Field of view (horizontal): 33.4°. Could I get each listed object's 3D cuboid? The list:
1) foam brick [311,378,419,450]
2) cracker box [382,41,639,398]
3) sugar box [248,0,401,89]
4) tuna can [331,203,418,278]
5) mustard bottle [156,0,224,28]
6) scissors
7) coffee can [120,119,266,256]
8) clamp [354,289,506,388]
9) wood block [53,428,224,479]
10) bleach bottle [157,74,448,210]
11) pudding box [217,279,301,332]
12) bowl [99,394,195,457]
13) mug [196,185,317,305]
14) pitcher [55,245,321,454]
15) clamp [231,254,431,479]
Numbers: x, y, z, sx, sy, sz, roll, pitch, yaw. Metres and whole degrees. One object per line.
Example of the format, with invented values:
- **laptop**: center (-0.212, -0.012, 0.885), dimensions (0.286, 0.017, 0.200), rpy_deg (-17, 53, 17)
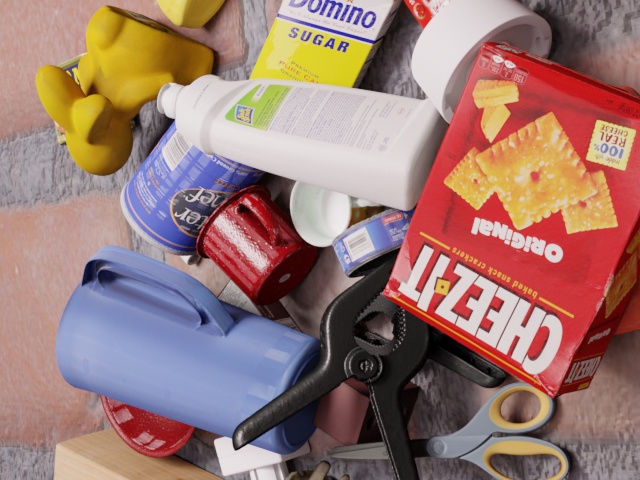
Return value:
- **foam brick**: center (0.041, 0.148, 0.959), dimensions (0.051, 0.078, 0.053), rpy_deg (29, 111, 35)
- **cracker box**: center (0.157, -0.018, 0.782), dimensions (0.164, 0.071, 0.214), rpy_deg (31, 109, 32)
- **sugar box**: center (-0.005, -0.164, 0.968), dimensions (0.093, 0.048, 0.176), rpy_deg (29, 119, 6)
- **tuna can**: center (0.055, 0.001, 0.930), dimensions (0.086, 0.085, 0.034), rpy_deg (-31, 76, 36)
- **mustard bottle**: center (-0.165, -0.311, 1.098), dimensions (0.192, 0.058, 0.096), rpy_deg (49, 121, 25)
- **scissors**: center (0.110, 0.156, 0.897), dimensions (0.202, 0.016, 0.096), rpy_deg (10, 88, 14)
- **coffee can**: center (-0.119, -0.067, 1.053), dimensions (0.140, 0.102, 0.103), rpy_deg (-47, 65, 31)
- **clamp**: center (0.088, 0.082, 0.941), dimensions (0.172, 0.039, 0.120), rpy_deg (-21, 76, 41)
- **wood block**: center (-0.188, 0.283, 1.149), dimensions (0.206, 0.090, 0.091), rpy_deg (15, 103, 37)
- **bleach bottle**: center (-0.023, -0.102, 0.929), dimensions (0.251, 0.102, 0.068), rpy_deg (16, 141, 19)
- **pudding box**: center (-0.069, 0.101, 1.069), dimensions (0.113, 0.039, 0.090), rpy_deg (52, 122, 25)
- **bowl**: center (-0.167, 0.147, 1.141), dimensions (0.162, 0.055, 0.162), rpy_deg (4, 96, 39)
- **mug**: center (-0.057, 0.001, 1.010), dimensions (0.081, 0.093, 0.117), rpy_deg (44, 153, 22)
- **pitcher**: center (-0.116, 0.103, 0.988), dimensions (0.243, 0.149, 0.145), rpy_deg (16, 87, 25)
- **clamp**: center (0.025, 0.108, 0.891), dimensions (0.164, 0.036, 0.210), rpy_deg (14, 78, -1)
